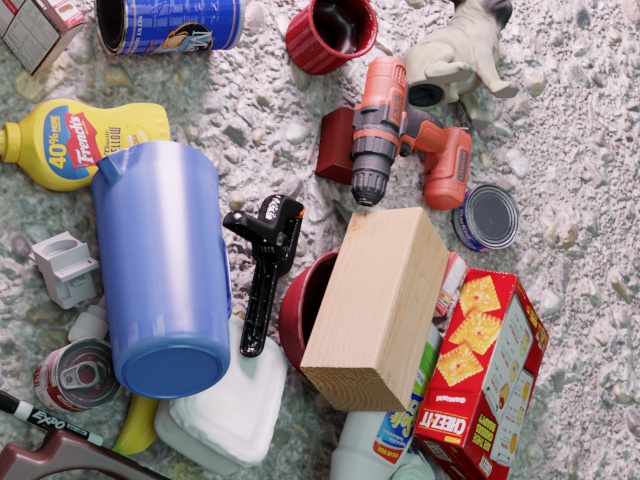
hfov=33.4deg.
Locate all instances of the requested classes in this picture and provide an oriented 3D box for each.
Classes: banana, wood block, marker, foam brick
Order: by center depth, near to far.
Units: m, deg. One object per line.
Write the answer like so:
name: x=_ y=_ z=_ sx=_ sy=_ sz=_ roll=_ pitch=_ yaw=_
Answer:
marker: x=-0.276 y=0.181 z=1.071 sx=0.121 sy=0.020 sz=0.020 roll=30 pitch=67 yaw=-19
banana: x=-0.188 y=0.135 z=1.109 sx=0.069 sy=0.037 sz=0.198 roll=17 pitch=70 yaw=-50
wood block: x=0.063 y=0.074 z=1.155 sx=0.090 sy=0.091 sz=0.206 roll=53 pitch=44 yaw=-40
foam brick: x=0.032 y=-0.113 z=1.278 sx=0.052 sy=0.051 sz=0.078 roll=15 pitch=72 yaw=-24

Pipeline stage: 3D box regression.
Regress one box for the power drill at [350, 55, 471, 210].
power drill: x=0.107 y=-0.102 z=1.271 sx=0.187 sy=0.057 sz=0.184 roll=30 pitch=65 yaw=-47

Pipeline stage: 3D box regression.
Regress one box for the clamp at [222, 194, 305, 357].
clamp: x=-0.058 y=0.001 z=1.150 sx=0.209 sy=0.036 sz=0.164 roll=-66 pitch=154 yaw=-54

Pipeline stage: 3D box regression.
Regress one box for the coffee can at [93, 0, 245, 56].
coffee can: x=-0.167 y=-0.259 z=1.179 sx=0.140 sy=0.103 sz=0.103 roll=-9 pitch=83 yaw=-28

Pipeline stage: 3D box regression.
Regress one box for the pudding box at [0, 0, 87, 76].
pudding box: x=-0.298 y=-0.232 z=1.099 sx=0.090 sy=0.114 sz=0.039 roll=51 pitch=59 yaw=-9

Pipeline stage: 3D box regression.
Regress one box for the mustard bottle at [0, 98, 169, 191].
mustard bottle: x=-0.256 y=-0.100 z=1.123 sx=0.191 sy=0.058 sz=0.096 roll=0 pitch=84 yaw=-27

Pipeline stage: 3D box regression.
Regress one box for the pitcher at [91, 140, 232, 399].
pitcher: x=-0.148 y=0.034 z=1.058 sx=0.149 sy=0.145 sz=0.243 roll=0 pitch=50 yaw=-15

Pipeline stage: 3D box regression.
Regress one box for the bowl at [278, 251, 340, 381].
bowl: x=0.000 y=0.094 z=1.192 sx=0.161 sy=0.055 sz=0.162 roll=10 pitch=78 yaw=-56

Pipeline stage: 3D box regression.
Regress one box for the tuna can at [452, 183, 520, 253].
tuna can: x=0.211 y=-0.028 z=1.362 sx=0.086 sy=0.034 sz=0.086 roll=6 pitch=76 yaw=-26

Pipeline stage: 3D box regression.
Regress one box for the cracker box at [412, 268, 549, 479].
cracker box: x=0.191 y=0.165 z=1.247 sx=0.164 sy=0.072 sz=0.213 roll=52 pitch=54 yaw=-50

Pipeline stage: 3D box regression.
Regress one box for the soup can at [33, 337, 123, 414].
soup can: x=-0.239 y=0.135 z=1.053 sx=0.068 sy=0.102 sz=0.068 roll=6 pitch=76 yaw=-26

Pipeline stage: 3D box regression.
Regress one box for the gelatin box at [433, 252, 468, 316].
gelatin box: x=0.123 y=0.055 z=1.245 sx=0.030 sy=0.089 sz=0.073 roll=41 pitch=63 yaw=-21

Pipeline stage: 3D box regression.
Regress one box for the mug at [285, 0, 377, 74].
mug: x=0.016 y=-0.257 z=1.285 sx=0.093 sy=0.082 sz=0.117 roll=45 pitch=63 yaw=-12

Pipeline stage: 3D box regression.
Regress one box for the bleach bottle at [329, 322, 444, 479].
bleach bottle: x=0.070 y=0.203 z=1.180 sx=0.102 sy=0.068 sz=0.250 roll=57 pitch=45 yaw=-38
